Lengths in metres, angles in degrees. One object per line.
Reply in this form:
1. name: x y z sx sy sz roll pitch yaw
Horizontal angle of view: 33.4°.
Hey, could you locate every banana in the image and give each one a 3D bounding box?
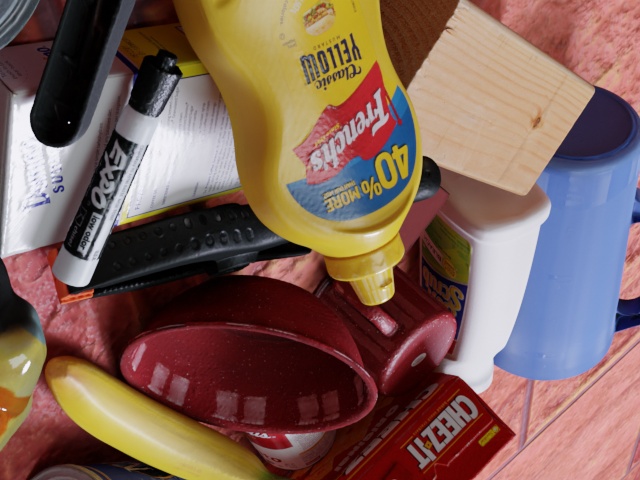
1. banana: -0.102 0.118 0.677 0.197 0.070 0.037 33 53 -33

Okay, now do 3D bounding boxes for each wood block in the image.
1. wood block: 0.077 -0.100 0.657 0.205 0.090 0.091 12 114 -56

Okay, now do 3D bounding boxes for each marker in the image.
1. marker: -0.094 -0.033 0.491 0.020 0.020 0.121 -1 125 -52

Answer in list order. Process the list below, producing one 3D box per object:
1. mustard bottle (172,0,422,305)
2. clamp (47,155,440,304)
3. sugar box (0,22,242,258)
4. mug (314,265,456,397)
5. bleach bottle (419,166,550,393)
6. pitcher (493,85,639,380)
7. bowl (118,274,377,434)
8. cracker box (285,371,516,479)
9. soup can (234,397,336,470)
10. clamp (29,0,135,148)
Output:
1. mustard bottle: 0.001 -0.055 0.517 0.096 0.058 0.191 -30 114 -29
2. clamp: -0.054 0.001 0.614 0.209 0.036 0.165 -14 173 -24
3. sugar box: -0.088 -0.058 0.534 0.175 0.048 0.093 -16 136 -38
4. mug: 0.045 0.059 0.799 0.093 0.082 0.117 -46 150 -5
5. bleach bottle: 0.120 0.047 0.849 0.068 0.103 0.251 -21 136 -19
6. pitcher: 0.203 -0.007 0.880 0.149 0.145 0.243 -32 143 -25
7. bowl: -0.042 0.067 0.672 0.162 0.162 0.055 72 22 -56
8. cracker box: 0.049 0.181 0.862 0.164 0.072 0.214 -44 -179 -9
9. soup can: -0.029 0.123 0.789 0.068 0.069 0.102 -42 150 -12
10. clamp: -0.082 -0.129 0.416 0.120 0.039 0.171 87 27 -75
